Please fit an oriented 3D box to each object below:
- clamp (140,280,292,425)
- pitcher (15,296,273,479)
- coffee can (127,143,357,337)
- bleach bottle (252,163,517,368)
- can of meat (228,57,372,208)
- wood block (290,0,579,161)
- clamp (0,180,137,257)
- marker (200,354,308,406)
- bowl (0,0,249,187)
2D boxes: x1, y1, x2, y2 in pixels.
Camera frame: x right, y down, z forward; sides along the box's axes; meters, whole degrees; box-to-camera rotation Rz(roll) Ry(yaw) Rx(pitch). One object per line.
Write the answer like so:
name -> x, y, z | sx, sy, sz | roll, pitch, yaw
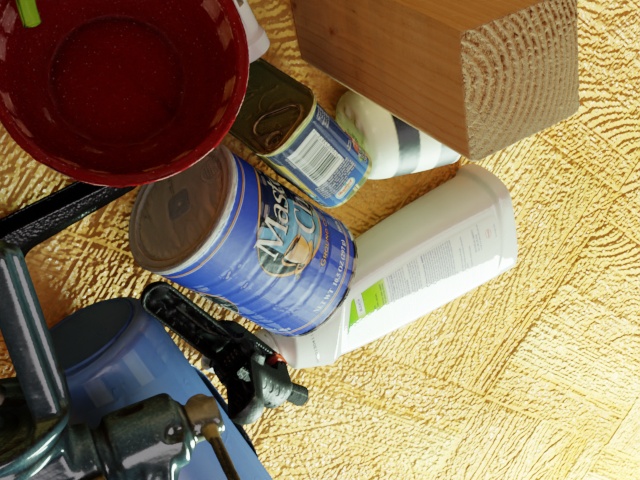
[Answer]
clamp -> -0.069, 0.080, 0.780 | 0.039, 0.120, 0.171 | -37, 170, 3
pitcher -> -0.117, 0.159, 0.804 | 0.144, 0.149, 0.243 | -36, 115, -18
coffee can -> -0.055, 0.001, 0.785 | 0.140, 0.103, 0.103 | 31, 95, -42
bleach bottle -> 0.048, 0.032, 0.904 | 0.250, 0.068, 0.102 | -27, 127, -17
can of meat -> -0.021, -0.075, 0.767 | 0.057, 0.102, 0.083 | -50, 134, -1
wood block -> 0.070, -0.142, 0.720 | 0.090, 0.206, 0.090 | -26, 127, -21
clamp -> -0.236, -0.005, 0.699 | 0.164, 0.036, 0.210 | 33, 98, -36
marker -> -0.053, 0.118, 0.910 | 0.121, 0.020, 0.020 | 29, 97, -42
bowl -> -0.128, -0.109, 0.674 | 0.162, 0.055, 0.162 | 1, 82, -10
